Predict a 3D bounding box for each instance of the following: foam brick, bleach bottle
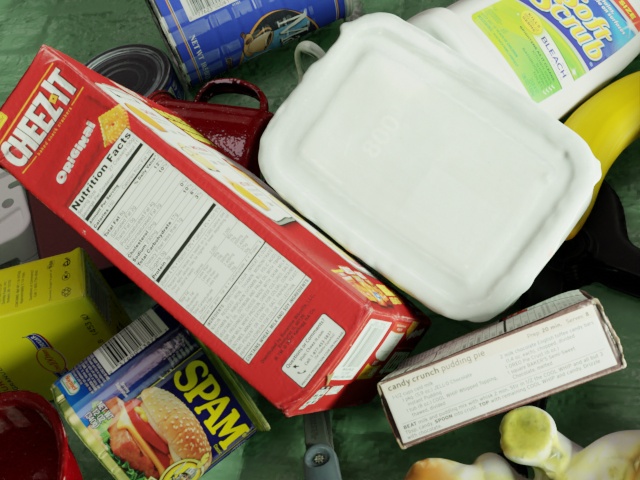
[{"bbox_3d":[-0.158,-0.007,0.706,0.051,0.053,0.078,-16,76,4],"label":"foam brick"},{"bbox_3d":[0.152,-0.140,0.694,0.250,0.068,0.102,-37,92,-37],"label":"bleach bottle"}]

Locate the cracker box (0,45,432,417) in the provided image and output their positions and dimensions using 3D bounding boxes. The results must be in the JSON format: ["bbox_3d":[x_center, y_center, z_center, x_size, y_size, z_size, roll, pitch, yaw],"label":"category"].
[{"bbox_3d":[-0.054,0.001,0.569,0.214,0.164,0.072,38,95,16],"label":"cracker box"}]

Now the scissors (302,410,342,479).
[{"bbox_3d":[-0.015,0.132,0.567,0.096,0.016,0.202,-22,37,-9],"label":"scissors"}]

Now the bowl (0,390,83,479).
[{"bbox_3d":[-0.177,0.163,0.568,0.162,0.055,0.162,-25,41,24],"label":"bowl"}]

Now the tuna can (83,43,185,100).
[{"bbox_3d":[-0.150,-0.112,0.822,0.086,0.033,0.086,-9,50,10],"label":"tuna can"}]

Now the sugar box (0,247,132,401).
[{"bbox_3d":[-0.209,0.067,0.652,0.176,0.093,0.048,-17,48,4],"label":"sugar box"}]

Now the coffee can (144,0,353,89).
[{"bbox_3d":[-0.059,-0.191,0.814,0.140,0.103,0.103,-26,49,-5],"label":"coffee can"}]

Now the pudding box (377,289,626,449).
[{"bbox_3d":[0.089,0.062,0.530,0.113,0.090,0.039,-24,86,10],"label":"pudding box"}]

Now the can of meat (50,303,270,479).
[{"bbox_3d":[-0.088,0.092,0.590,0.084,0.102,0.058,-38,41,-12],"label":"can of meat"}]

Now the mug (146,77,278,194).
[{"bbox_3d":[-0.070,-0.060,0.718,0.082,0.093,0.117,8,59,17],"label":"mug"}]
